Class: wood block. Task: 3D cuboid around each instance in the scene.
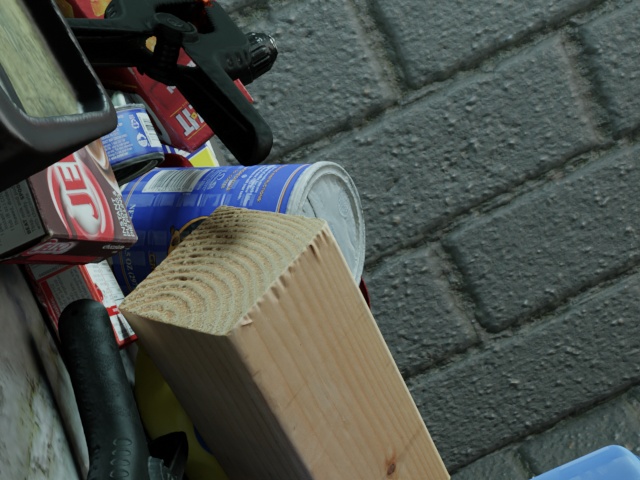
[{"bbox_3d":[-0.014,0.090,0.611,0.090,0.090,0.206,9,-44,43],"label":"wood block"}]

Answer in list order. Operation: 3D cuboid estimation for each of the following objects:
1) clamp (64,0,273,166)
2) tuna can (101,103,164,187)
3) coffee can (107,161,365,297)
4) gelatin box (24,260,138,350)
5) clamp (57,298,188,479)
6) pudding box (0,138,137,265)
[{"bbox_3d":[-0.084,-0.109,0.640,0.164,0.036,0.209,25,26,3],"label":"clamp"},{"bbox_3d":[-0.134,-0.046,0.616,0.086,0.086,0.034,-54,119,-90],"label":"tuna can"},{"bbox_3d":[-0.055,0.001,0.705,0.102,0.140,0.103,-2,92,-62],"label":"coffee can"},{"bbox_3d":[-0.133,0.023,0.579,0.073,0.030,0.089,131,-66,-89],"label":"gelatin box"},{"bbox_3d":[-0.082,0.120,0.496,0.120,0.039,0.171,58,11,-46],"label":"clamp"},{"bbox_3d":[-0.136,-0.044,0.500,0.113,0.039,0.090,67,12,7],"label":"pudding box"}]
